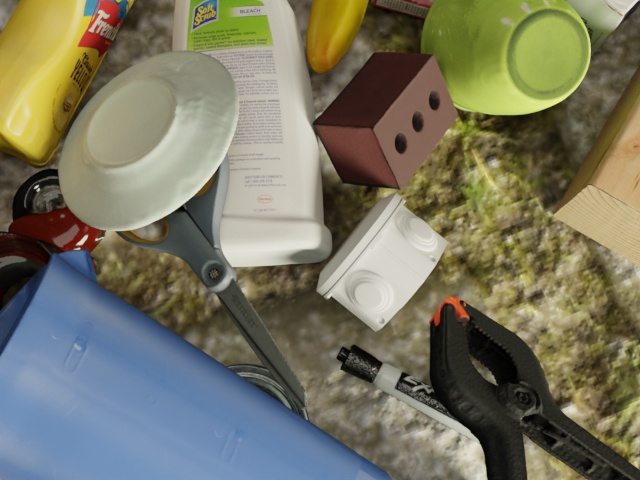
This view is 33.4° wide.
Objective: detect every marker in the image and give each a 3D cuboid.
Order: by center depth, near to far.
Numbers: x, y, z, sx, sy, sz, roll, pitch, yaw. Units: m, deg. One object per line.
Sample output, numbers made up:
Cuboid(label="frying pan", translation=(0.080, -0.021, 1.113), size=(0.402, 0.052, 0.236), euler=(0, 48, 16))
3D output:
Cuboid(label="marker", translation=(0.065, 0.101, 0.691), size=(0.121, 0.020, 0.020), euler=(28, 80, 3))

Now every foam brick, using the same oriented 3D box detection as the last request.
Cuboid(label="foam brick", translation=(0.043, -0.078, 0.686), size=(0.051, 0.053, 0.078), euler=(8, 49, 41))

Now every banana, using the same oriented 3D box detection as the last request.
Cuboid(label="banana", translation=(0.019, -0.202, 0.720), size=(0.037, 0.069, 0.198), euler=(10, 85, 14))

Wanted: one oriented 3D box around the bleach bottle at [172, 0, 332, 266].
Cuboid(label="bleach bottle", translation=(-0.047, -0.111, 0.702), size=(0.102, 0.068, 0.251), euler=(-2, 78, 4))

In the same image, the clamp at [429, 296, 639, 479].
Cuboid(label="clamp", translation=(0.129, 0.109, 0.666), size=(0.120, 0.039, 0.171), euler=(1, 54, -35))

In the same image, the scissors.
Cuboid(label="scissors", translation=(-0.054, 0.001, 0.631), size=(0.202, 0.016, 0.096), euler=(37, 93, 25))

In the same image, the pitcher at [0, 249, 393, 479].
Cuboid(label="pitcher", translation=(-0.084, 0.129, 0.572), size=(0.242, 0.145, 0.149), euler=(32, 98, -15))

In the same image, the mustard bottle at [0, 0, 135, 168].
Cuboid(label="mustard bottle", translation=(-0.160, -0.145, 0.687), size=(0.058, 0.096, 0.191), euler=(25, 79, 6))
